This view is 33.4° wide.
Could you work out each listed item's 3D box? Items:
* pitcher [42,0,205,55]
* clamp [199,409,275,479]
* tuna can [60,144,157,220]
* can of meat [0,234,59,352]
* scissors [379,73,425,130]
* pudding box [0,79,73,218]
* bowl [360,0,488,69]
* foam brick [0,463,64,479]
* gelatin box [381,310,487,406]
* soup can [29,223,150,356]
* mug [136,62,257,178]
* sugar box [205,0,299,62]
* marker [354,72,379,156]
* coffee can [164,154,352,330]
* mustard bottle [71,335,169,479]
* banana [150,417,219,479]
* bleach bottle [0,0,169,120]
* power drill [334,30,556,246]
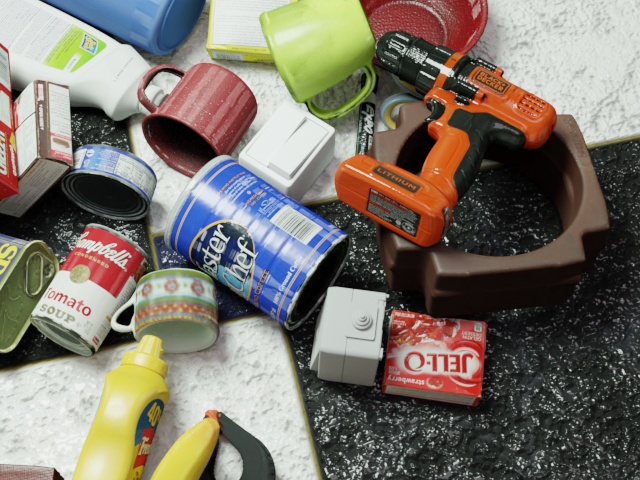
[{"bbox_3d":[-0.236,-0.296,1.107,0.243,0.145,0.149,30,80,8],"label":"pitcher"},{"bbox_3d":[-0.061,0.224,0.902,0.120,0.039,0.171,-8,67,-1],"label":"clamp"},{"bbox_3d":[-0.198,-0.055,1.007,0.086,0.086,0.033,12,63,4],"label":"tuna can"},{"bbox_3d":[-0.300,0.041,0.965,0.084,0.057,0.102,13,63,27],"label":"can of meat"},{"bbox_3d":[0.147,-0.119,1.076,0.201,0.096,0.016,30,28,-16],"label":"scissors"},{"bbox_3d":[-0.276,-0.086,1.009,0.039,0.114,0.090,10,59,-37],"label":"pudding box"},{"bbox_3d":[0.091,-0.230,1.113,0.162,0.055,0.162,0,65,-1],"label":"bowl"},{"bbox_3d":[-0.246,0.231,0.890,0.051,0.053,0.078,1,66,-1],"label":"foam brick"},{"bbox_3d":[0.104,0.106,0.968,0.089,0.030,0.073,8,65,3],"label":"gelatin box"},{"bbox_3d":[-0.209,0.045,0.970,0.068,0.068,0.102,24,67,10],"label":"soup can"},{"bbox_3d":[-0.123,-0.125,1.036,0.117,0.093,0.081,36,62,-9],"label":"mug"},{"bbox_3d":[-0.065,-0.276,1.105,0.093,0.048,0.176,5,86,0],"label":"sugar box"},{"bbox_3d":[0.047,-0.120,1.080,0.020,0.020,0.121,5,64,1],"label":"marker"},{"bbox_3d":[-0.056,0.001,0.974,0.140,0.103,0.102,33,68,13],"label":"coffee can"},{"bbox_3d":[-0.169,0.170,0.896,0.058,0.096,0.191,12,65,5],"label":"mustard bottle"},{"bbox_3d":[-0.127,0.243,0.878,0.070,0.037,0.198,1,73,30],"label":"banana"},{"bbox_3d":[-0.272,-0.181,1.080,0.251,0.068,0.102,26,67,8],"label":"bleach bottle"},{"bbox_3d":[0.093,-0.097,0.949,0.184,0.057,0.187,30,61,18],"label":"power drill"}]
